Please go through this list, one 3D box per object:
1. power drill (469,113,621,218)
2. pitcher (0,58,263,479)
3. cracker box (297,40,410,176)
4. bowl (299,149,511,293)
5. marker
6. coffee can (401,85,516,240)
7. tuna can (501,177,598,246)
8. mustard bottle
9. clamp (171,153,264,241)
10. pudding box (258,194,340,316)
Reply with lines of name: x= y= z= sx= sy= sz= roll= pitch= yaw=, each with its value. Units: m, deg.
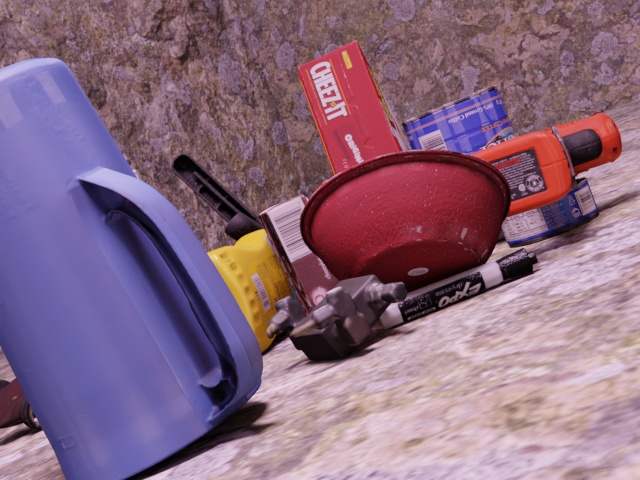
power drill: x=0.157 y=-0.057 z=0.911 sx=0.185 sy=0.057 sz=0.187 roll=-20 pitch=3 yaw=23
pitcher: x=-0.140 y=0.015 z=0.640 sx=0.149 sy=0.243 sz=0.145 roll=-28 pitch=6 yaw=0
cracker box: x=0.055 y=-0.078 z=1.076 sx=0.072 sy=0.164 sz=0.213 roll=-23 pitch=-19 yaw=8
bowl: x=0.067 y=0.002 z=0.790 sx=0.162 sy=0.055 sz=0.162 roll=-6 pitch=-33 yaw=-4
marker: x=0.098 y=0.034 z=0.767 sx=0.121 sy=0.020 sz=0.020 roll=-22 pitch=3 yaw=2
coffee can: x=0.153 y=-0.071 z=1.065 sx=0.103 sy=0.140 sz=0.103 roll=-22 pitch=3 yaw=1
tuna can: x=0.200 y=-0.025 z=0.944 sx=0.086 sy=0.034 sz=0.086 roll=-22 pitch=3 yaw=1
mustard bottle: x=-0.051 y=0.040 z=0.966 sx=0.058 sy=0.096 sz=0.191 roll=-21 pitch=3 yaw=24
clamp: x=-0.057 y=0.001 z=1.099 sx=0.036 sy=0.209 sz=0.165 roll=-47 pitch=32 yaw=3
pudding box: x=-0.012 y=0.020 z=0.900 sx=0.039 sy=0.113 sz=0.090 roll=-24 pitch=2 yaw=-8
